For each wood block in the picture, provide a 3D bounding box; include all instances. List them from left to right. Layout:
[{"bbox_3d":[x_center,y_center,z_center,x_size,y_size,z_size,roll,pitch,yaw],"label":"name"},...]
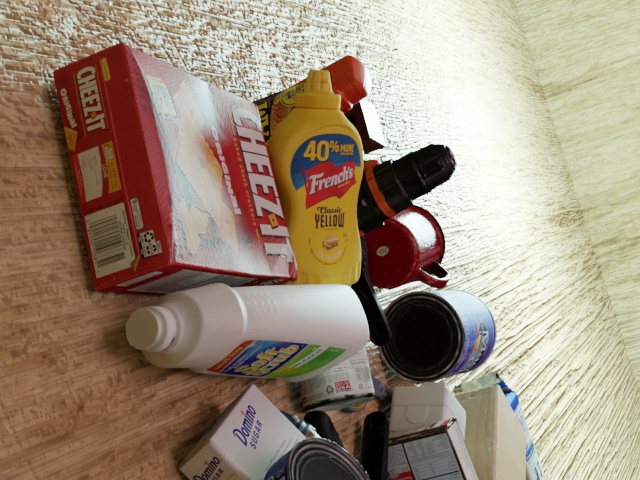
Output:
[{"bbox_3d":[0.176,0.274,1.214,0.090,0.090,0.206,59,25,-28],"label":"wood block"}]

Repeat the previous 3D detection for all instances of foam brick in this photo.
[{"bbox_3d":[0.023,-0.118,1.174,0.051,0.078,0.053,14,58,-64],"label":"foam brick"}]

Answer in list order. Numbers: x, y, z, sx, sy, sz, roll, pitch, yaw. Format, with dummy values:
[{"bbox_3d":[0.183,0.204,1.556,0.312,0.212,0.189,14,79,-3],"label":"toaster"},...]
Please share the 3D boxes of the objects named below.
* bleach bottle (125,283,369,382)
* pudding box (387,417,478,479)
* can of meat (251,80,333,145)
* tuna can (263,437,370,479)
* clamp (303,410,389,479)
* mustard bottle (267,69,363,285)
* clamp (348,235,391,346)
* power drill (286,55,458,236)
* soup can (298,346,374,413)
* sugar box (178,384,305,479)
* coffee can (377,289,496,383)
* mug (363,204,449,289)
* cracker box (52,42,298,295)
[{"bbox_3d":[-0.062,0.071,0.820,0.250,0.103,0.068,7,58,-59],"label":"bleach bottle"},{"bbox_3d":[0.111,0.245,1.081,0.113,0.090,0.039,69,23,-5],"label":"pudding box"},{"bbox_3d":[-0.026,-0.100,1.032,0.057,0.084,0.102,41,38,-52],"label":"can of meat"},{"bbox_3d":[0.001,0.184,0.749,0.086,0.034,0.086,33,32,-24],"label":"tuna can"},{"bbox_3d":[0.045,0.253,0.989,0.164,0.036,0.210,4,71,-66],"label":"clamp"},{"bbox_3d":[-0.005,-0.054,0.947,0.096,0.058,0.192,-3,99,-37],"label":"mustard bottle"},{"bbox_3d":[0.025,0.023,1.120,0.120,0.039,0.171,35,36,-63],"label":"clamp"},{"bbox_3d":[0.033,-0.094,1.062,0.057,0.185,0.188,44,25,-49],"label":"power drill"},{"bbox_3d":[0.007,0.101,0.977,0.068,0.069,0.102,18,57,-63],"label":"soup can"},{"bbox_3d":[-0.017,0.198,0.794,0.176,0.048,0.093,44,26,0],"label":"sugar box"},{"bbox_3d":[0.136,0.108,1.231,0.140,0.103,0.103,5,69,-66],"label":"coffee can"},{"bbox_3d":[0.094,0.016,1.205,0.117,0.093,0.081,40,23,14],"label":"mug"},{"bbox_3d":[-0.103,-0.043,0.822,0.213,0.072,0.164,12,63,-66],"label":"cracker box"}]
